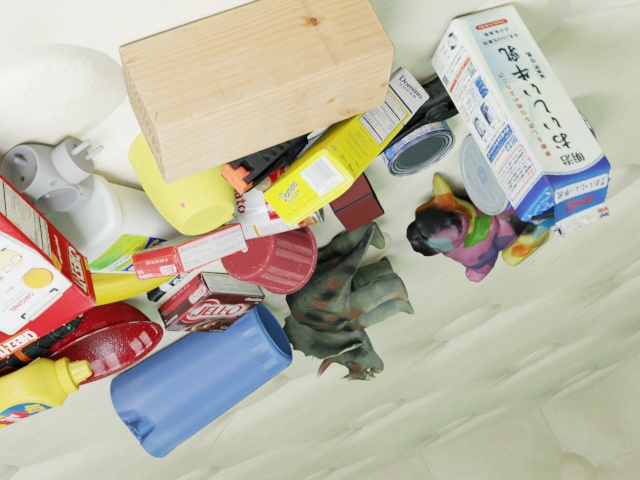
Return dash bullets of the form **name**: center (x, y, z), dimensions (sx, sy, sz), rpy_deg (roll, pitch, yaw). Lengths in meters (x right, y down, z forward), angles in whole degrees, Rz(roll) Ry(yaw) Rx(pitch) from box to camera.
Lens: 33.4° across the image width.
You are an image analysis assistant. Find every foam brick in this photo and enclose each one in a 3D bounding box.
- **foam brick**: center (0.037, -0.052, 1.253), dimensions (0.051, 0.053, 0.078), rpy_deg (-28, 160, 6)

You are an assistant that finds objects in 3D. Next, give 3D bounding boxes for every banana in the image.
- **banana**: center (-0.235, 0.045, 1.188), dimensions (0.197, 0.037, 0.070), rpy_deg (-5, 152, -43)

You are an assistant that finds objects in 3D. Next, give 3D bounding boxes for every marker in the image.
- **marker**: center (-0.168, 0.038, 1.275), dimensions (0.121, 0.020, 0.020), rpy_deg (-39, 156, 30)

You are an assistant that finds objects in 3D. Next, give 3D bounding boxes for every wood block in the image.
- **wood block**: center (-0.053, -0.137, 0.894), dimensions (0.206, 0.091, 0.090), rpy_deg (-21, 159, -12)

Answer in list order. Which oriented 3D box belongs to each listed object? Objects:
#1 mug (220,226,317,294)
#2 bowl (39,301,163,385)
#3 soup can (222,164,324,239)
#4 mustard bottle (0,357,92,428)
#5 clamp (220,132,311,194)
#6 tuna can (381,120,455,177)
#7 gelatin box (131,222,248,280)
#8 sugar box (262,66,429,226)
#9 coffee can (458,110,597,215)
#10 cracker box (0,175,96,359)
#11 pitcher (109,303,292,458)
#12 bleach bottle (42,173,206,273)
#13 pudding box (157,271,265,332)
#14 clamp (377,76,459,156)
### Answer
- **mug**: center (-0.058, 0.002, 1.239), dimensions (0.081, 0.093, 0.117), rpy_deg (17, 102, -55)
- **bowl**: center (-0.274, 0.117, 1.289), dimensions (0.162, 0.055, 0.162), rpy_deg (-23, 159, -9)
- **soup can**: center (-0.053, -0.041, 1.124), dimensions (0.102, 0.068, 0.068), rpy_deg (-12, 160, 7)
- **mustard bottle**: center (-0.347, 0.177, 1.193), dimensions (0.191, 0.058, 0.096), rpy_deg (-22, 164, -2)
- **clamp**: center (-0.024, -0.102, 0.993), dimensions (0.165, 0.036, 0.209), rpy_deg (-44, 180, 31)
- **tuna can**: center (0.110, -0.111, 1.225), dimensions (0.086, 0.034, 0.086), rpy_deg (-23, 159, -9)
- **gelatin box**: center (-0.127, 0.011, 1.037), dimensions (0.073, 0.030, 0.089), rpy_deg (-9, -169, 46)
- **sugar box**: center (0.026, -0.090, 0.987), dimensions (0.094, 0.048, 0.176), rpy_deg (-33, -166, 41)
- **coffee can**: center (0.258, -0.100, 1.327), dimensions (0.140, 0.103, 0.103), rpy_deg (-19, 158, -20)
- **cracker box**: center (-0.314, 0.013, 0.872), dimensions (0.164, 0.072, 0.213), rpy_deg (-29, 135, 8)
- **pitcher**: center (-0.163, 0.185, 1.506), dimensions (0.243, 0.149, 0.144), rpy_deg (-33, 143, 10)
- **bleach bottle**: center (-0.173, -0.007, 1.107), dimensions (0.103, 0.068, 0.250), rpy_deg (-36, 160, 23)
- **pudding box**: center (-0.141, 0.081, 1.382), dimensions (0.090, 0.039, 0.113), rpy_deg (-38, 156, 28)
- **clamp**: center (0.112, -0.147, 1.127), dimensions (0.171, 0.039, 0.120), rpy_deg (-30, 169, -10)
